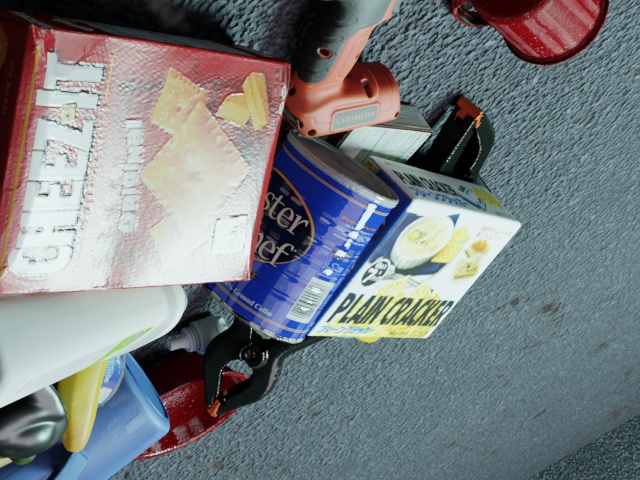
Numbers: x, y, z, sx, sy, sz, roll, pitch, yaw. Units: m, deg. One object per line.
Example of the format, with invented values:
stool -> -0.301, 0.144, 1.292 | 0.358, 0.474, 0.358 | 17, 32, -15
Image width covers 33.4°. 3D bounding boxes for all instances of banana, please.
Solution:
banana -> -0.177, 0.077, 0.896 | 0.037, 0.197, 0.069 | -4, 140, 45

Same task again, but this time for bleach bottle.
bleach bottle -> -0.174, 0.064, 0.736 | 0.103, 0.068, 0.250 | -29, 174, 23

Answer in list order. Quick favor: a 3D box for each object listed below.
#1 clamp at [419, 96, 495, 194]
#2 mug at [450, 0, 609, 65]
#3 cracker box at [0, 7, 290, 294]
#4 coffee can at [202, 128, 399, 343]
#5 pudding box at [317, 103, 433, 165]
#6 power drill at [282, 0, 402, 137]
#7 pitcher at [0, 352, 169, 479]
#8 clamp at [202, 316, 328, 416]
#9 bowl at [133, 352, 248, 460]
clamp -> 0.124, -0.056, 1.071 | 0.164, 0.036, 0.210 | -38, 155, -21
mug -> 0.158, -0.194, 0.843 | 0.117, 0.093, 0.081 | -4, 166, 34
cracker box -> -0.125, -0.054, 0.695 | 0.213, 0.072, 0.164 | -2, 109, -48
coffee can -> -0.018, -0.004, 0.855 | 0.140, 0.103, 0.102 | -56, 149, 12
pudding box -> 0.033, -0.082, 0.944 | 0.113, 0.039, 0.090 | -2, 140, -49
power drill -> 0.048, -0.167, 0.789 | 0.184, 0.057, 0.188 | -13, 146, -27
pitcher -> -0.266, 0.205, 1.000 | 0.242, 0.149, 0.145 | -34, 156, -5
clamp -> -0.071, 0.097, 1.058 | 0.171, 0.120, 0.039 | -47, -177, 14
bowl -> -0.159, 0.170, 1.154 | 0.162, 0.055, 0.162 | -26, 154, -14
